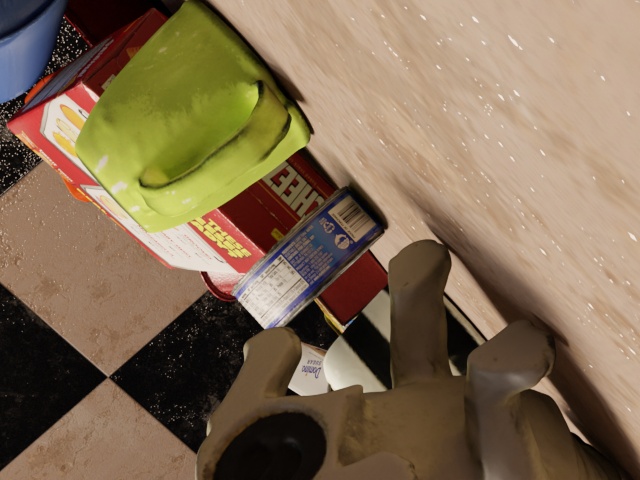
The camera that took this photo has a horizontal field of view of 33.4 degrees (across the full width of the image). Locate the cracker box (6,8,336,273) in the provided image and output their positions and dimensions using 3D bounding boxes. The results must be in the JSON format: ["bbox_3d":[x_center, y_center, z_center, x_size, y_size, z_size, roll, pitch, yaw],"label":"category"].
[{"bbox_3d":[-0.103,-0.055,0.700,0.164,0.072,0.214,44,161,-20],"label":"cracker box"}]

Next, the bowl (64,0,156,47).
[{"bbox_3d":[-0.150,-0.160,0.817,0.162,0.055,0.162,49,177,2],"label":"bowl"}]

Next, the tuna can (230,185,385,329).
[{"bbox_3d":[-0.006,0.011,0.575,0.034,0.086,0.086,47,178,3],"label":"tuna can"}]

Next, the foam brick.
[{"bbox_3d":[0.008,0.017,0.807,0.053,0.051,0.078,50,178,-38],"label":"foam brick"}]
